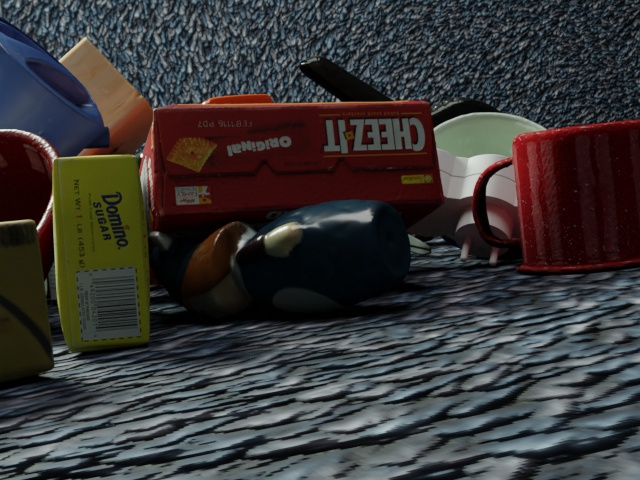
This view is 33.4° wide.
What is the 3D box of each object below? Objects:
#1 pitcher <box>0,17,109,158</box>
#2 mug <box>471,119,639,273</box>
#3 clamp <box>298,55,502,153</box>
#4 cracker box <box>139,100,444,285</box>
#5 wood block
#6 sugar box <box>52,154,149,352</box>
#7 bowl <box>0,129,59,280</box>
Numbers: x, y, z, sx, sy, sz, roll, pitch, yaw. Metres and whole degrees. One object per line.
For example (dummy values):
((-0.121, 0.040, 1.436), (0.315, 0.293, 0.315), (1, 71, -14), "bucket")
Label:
((-0.305, -0.063, 0.864), (0.243, 0.149, 0.145), (-45, -5, 6), "pitcher")
((0.148, -0.026, 0.638), (0.117, 0.081, 0.093), (-5, 3, 28), "mug")
((0.081, -0.055, 0.846), (0.209, 0.164, 0.036), (4, -2, -13), "clamp")
((-0.034, -0.026, 0.689), (0.164, 0.072, 0.214), (-4, -12, -14), "cracker box")
((-0.260, -0.079, 1.008), (0.206, 0.090, 0.091), (-43, -7, -6), "wood block")
((-0.118, 0.003, 0.586), (0.048, 0.093, 0.176), (-3, 3, -8), "sugar box")
((-0.216, 0.007, 0.647), (0.162, 0.055, 0.162), (-14, 45, 14), "bowl")
